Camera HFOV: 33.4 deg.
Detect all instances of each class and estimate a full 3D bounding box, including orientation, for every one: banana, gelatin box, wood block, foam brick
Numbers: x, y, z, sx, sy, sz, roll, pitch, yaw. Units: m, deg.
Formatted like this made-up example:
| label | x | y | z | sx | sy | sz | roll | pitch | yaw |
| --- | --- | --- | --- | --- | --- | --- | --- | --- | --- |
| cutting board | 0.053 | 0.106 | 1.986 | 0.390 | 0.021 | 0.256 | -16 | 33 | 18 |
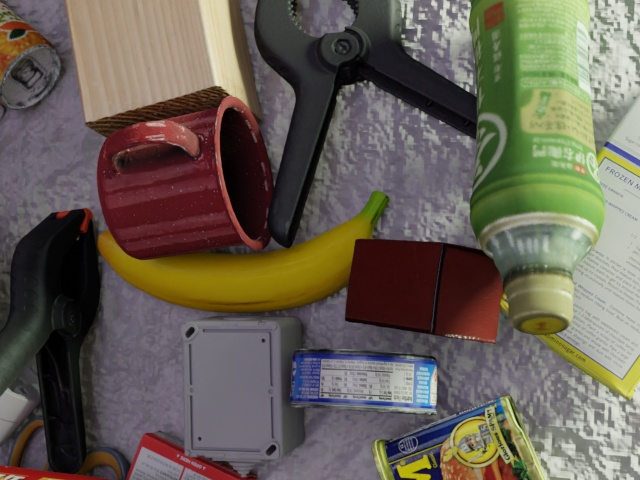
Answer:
| label | x | y | z | sx | sy | sz | roll | pitch | yaw |
| --- | --- | --- | --- | --- | --- | --- | --- | --- | --- |
| banana | -0.051 | 0.015 | 0.678 | 0.198 | 0.037 | 0.069 | -7 | 52 | 12 |
| gelatin box | -0.090 | 0.174 | 0.666 | 0.073 | 0.030 | 0.089 | 21 | 90 | 17 |
| wood block | -0.110 | -0.171 | 0.690 | 0.091 | 0.090 | 0.206 | -15 | 78 | 13 |
| foam brick | 0.059 | 0.028 | 0.616 | 0.078 | 0.052 | 0.051 | 3 | 84 | 54 |

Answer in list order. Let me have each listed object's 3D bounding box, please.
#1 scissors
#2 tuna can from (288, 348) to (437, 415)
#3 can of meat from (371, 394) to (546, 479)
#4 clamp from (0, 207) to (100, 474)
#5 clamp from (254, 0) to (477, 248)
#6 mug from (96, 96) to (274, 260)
| label | x | y | z | sx | sy | sz | roll | pitch | yaw |
| --- | --- | --- | --- | --- | --- | --- | --- | --- | --- |
| scissors | -0.170 | 0.216 | 0.690 | 0.096 | 0.016 | 0.202 | -2 | 82 | 15 |
| tuna can | 0.025 | 0.082 | 0.618 | 0.086 | 0.086 | 0.034 | 1 | 81 | 16 |
| can of meat | 0.087 | 0.148 | 0.607 | 0.084 | 0.057 | 0.102 | -23 | 77 | 8 |
| clamp | -0.175 | 0.051 | 0.661 | 0.039 | 0.120 | 0.171 | -6 | 67 | 11 |
| clamp | 0.008 | -0.105 | 0.666 | 0.164 | 0.036 | 0.210 | -27 | 74 | -5 |
| mug | -0.085 | -0.037 | 0.632 | 0.082 | 0.117 | 0.093 | -10 | 69 | 16 |
